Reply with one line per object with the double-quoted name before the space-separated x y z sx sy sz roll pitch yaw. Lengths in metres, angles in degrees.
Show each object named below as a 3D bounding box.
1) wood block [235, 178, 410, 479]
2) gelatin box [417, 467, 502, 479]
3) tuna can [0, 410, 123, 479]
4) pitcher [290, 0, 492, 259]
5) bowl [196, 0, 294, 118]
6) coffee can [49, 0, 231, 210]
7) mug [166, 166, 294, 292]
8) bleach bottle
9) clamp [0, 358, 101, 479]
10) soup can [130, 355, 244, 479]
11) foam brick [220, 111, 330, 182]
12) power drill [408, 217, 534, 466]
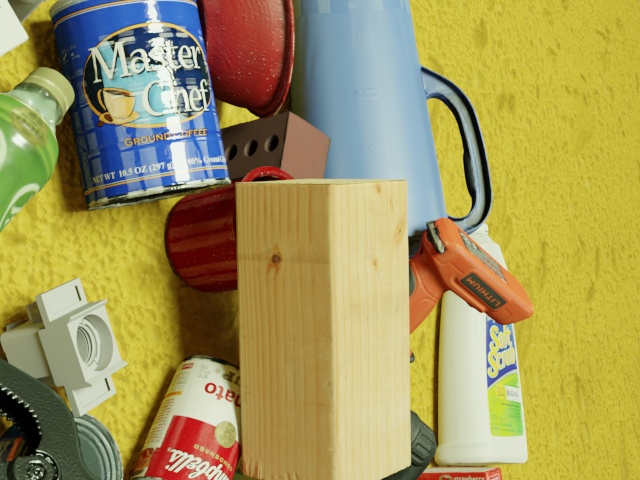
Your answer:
"wood block" 0.003 0.061 0.749 0.090 0.091 0.206 -7 98 -52
"gelatin box" 0.127 0.248 0.985 0.030 0.089 0.073 -1 83 -49
"tuna can" -0.171 0.154 0.689 0.086 0.034 0.086 14 72 -48
"pitcher" 0.046 -0.101 0.926 0.148 0.145 0.243 5 75 -46
"bowl" -0.076 -0.169 0.805 0.055 0.162 0.162 -11 90 -23
"coffee can" -0.125 -0.099 0.745 0.102 0.103 0.140 -12 91 -51
"mug" -0.055 0.001 0.824 0.117 0.082 0.093 33 58 -42
"bleach bottle" 0.156 0.098 1.076 0.102 0.068 0.251 14 69 -49
"clamp" -0.173 0.149 0.612 0.210 0.036 0.164 49 40 10
"soup can" -0.088 0.143 0.766 0.068 0.069 0.102 46 49 -34
"foam brick" -0.040 -0.064 0.860 0.051 0.078 0.053 32 59 -44
"power drill" 0.077 0.087 0.862 0.184 0.188 0.057 40 16 -25
